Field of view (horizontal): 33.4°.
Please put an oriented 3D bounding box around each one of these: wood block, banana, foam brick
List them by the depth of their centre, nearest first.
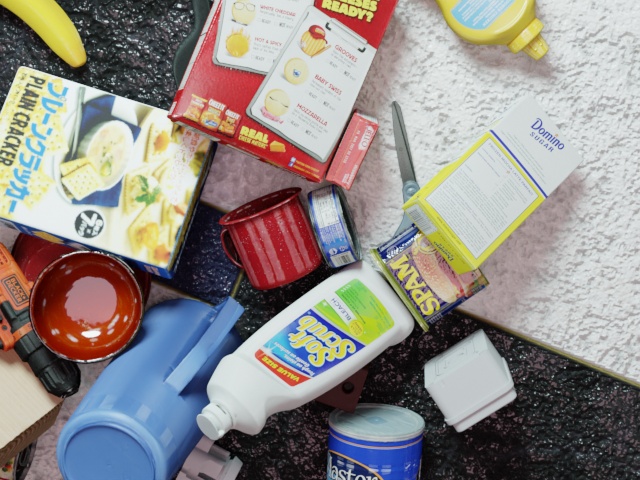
[{"bbox_3d":[-0.329,-0.250,1.120,0.198,0.037,0.070,23,118,1],"label":"banana"},{"bbox_3d":[-0.377,0.133,1.126,0.206,0.090,0.090,46,145,6],"label":"wood block"},{"bbox_3d":[0.010,0.145,1.154,0.078,0.051,0.053,19,101,0],"label":"foam brick"}]

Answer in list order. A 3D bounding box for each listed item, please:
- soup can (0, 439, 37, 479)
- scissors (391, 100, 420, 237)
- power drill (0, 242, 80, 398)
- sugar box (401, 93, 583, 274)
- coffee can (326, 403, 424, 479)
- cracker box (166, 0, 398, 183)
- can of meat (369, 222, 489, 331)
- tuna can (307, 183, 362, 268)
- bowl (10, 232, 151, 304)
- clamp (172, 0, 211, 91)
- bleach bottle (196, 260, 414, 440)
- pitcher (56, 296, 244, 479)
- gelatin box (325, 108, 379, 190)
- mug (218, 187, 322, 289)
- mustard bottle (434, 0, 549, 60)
[{"bbox_3d":[-0.376,0.228,1.188,0.102,0.068,0.068,12,100,2],"label":"soup can"},{"bbox_3d":[0.115,-0.044,1.132,0.096,0.016,0.202,4,101,2],"label":"scissors"},{"bbox_3d":[-0.353,0.108,1.062,0.184,0.187,0.057,55,143,10],"label":"power drill"},{"bbox_3d":[0.175,-0.058,1.074,0.176,0.048,0.093,-42,95,-23],"label":"sugar box"},{"bbox_3d":[0.056,0.257,1.144,0.103,0.103,0.140,3,100,3],"label":"coffee can"},{"bbox_3d":[-0.037,-0.186,1.059,0.164,0.072,0.214,23,90,-16],"label":"cracker box"},{"bbox_3d":[0.114,0.029,1.108,0.084,0.057,0.102,-35,98,5],"label":"can of meat"},{"bbox_3d":[0.015,-0.015,1.109,0.034,0.086,0.086,-17,98,8],"label":"tuna can"},{"bbox_3d":[-0.268,0.042,1.155,0.162,0.055,0.162,1,99,4],"label":"bowl"},{"bbox_3d":[-0.095,-0.204,1.109,0.120,0.039,0.171,14,100,4],"label":"clamp"},{"bbox_3d":[-0.019,0.121,1.065,0.102,0.250,0.068,51,143,3],"label":"bleach bottle"},{"bbox_3d":[-0.161,0.155,1.066,0.145,0.242,0.149,0,110,12],"label":"pitcher"},{"bbox_3d":[0.033,-0.094,1.092,0.030,0.089,0.073,24,100,-3],"label":"gelatin box"},{"bbox_3d":[-0.057,0.001,1.122,0.117,0.093,0.081,-13,106,37],"label":"mug"},{"bbox_3d":[0.158,-0.255,1.071,0.096,0.058,0.191,-44,94,8],"label":"mustard bottle"}]
